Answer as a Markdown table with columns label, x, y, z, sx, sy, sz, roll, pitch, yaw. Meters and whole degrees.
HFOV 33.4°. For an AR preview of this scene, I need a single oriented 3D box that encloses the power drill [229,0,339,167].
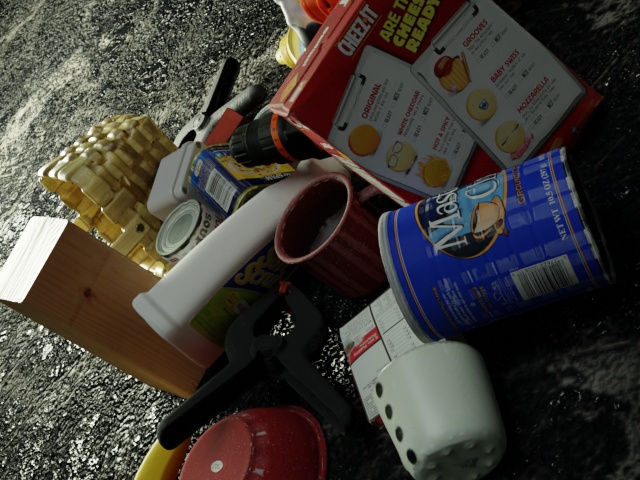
| label | x | y | z | sx | sy | sz | roll | pitch | yaw |
| --- | --- | --- | --- | --- | --- | --- | --- | --- | --- |
| power drill | 0.000 | -0.158 | 0.969 | 0.185 | 0.057 | 0.187 | -10 | 60 | 41 |

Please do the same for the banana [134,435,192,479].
| label | x | y | z | sx | sy | sz | roll | pitch | yaw |
| --- | --- | --- | --- | --- | --- | --- | --- | --- | --- |
| banana | -0.152 | 0.255 | 0.978 | 0.070 | 0.037 | 0.198 | -17 | 46 | 19 |

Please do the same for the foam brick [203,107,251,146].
| label | x | y | z | sx | sy | sz | roll | pitch | yaw |
| --- | --- | --- | --- | --- | --- | --- | --- | --- | --- |
| foam brick | -0.100 | -0.103 | 1.220 | 0.078 | 0.053 | 0.051 | -56 | 33 | -2 |

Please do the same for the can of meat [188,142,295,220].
| label | x | y | z | sx | sy | sz | roll | pitch | yaw |
| --- | --- | --- | --- | --- | --- | --- | --- | --- | --- |
| can of meat | -0.070 | -0.056 | 1.070 | 0.084 | 0.101 | 0.057 | 44 | 126 | 32 |

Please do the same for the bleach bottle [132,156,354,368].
| label | x | y | z | sx | sy | sz | roll | pitch | yaw |
| --- | --- | --- | --- | --- | --- | --- | --- | --- | --- |
| bleach bottle | -0.057 | 0.001 | 1.011 | 0.251 | 0.102 | 0.068 | -47 | 53 | -5 |

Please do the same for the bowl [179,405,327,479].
| label | x | y | z | sx | sy | sz | roll | pitch | yaw |
| --- | --- | --- | --- | --- | --- | --- | --- | --- | --- |
| bowl | -0.070 | 0.203 | 0.902 | 0.162 | 0.055 | 0.162 | -32 | 39 | 30 |

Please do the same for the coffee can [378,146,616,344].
| label | x | y | z | sx | sy | sz | roll | pitch | yaw |
| --- | --- | --- | --- | --- | --- | --- | --- | --- | --- |
| coffee can | 0.125 | 0.005 | 0.762 | 0.140 | 0.102 | 0.103 | -20 | 43 | 18 |

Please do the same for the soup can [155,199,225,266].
| label | x | y | z | sx | sy | sz | roll | pitch | yaw |
| --- | --- | --- | --- | --- | --- | --- | --- | --- | --- |
| soup can | -0.107 | 0.012 | 1.078 | 0.069 | 0.102 | 0.068 | -32 | 38 | 30 |

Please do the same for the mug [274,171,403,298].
| label | x | y | z | sx | sy | sz | roll | pitch | yaw |
| --- | --- | --- | --- | --- | --- | --- | --- | --- | --- |
| mug | 0.028 | -0.008 | 0.945 | 0.117 | 0.081 | 0.093 | -38 | 36 | 23 |

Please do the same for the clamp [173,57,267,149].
| label | x | y | z | sx | sy | sz | roll | pitch | yaw |
| --- | --- | --- | --- | --- | --- | --- | --- | --- | --- |
| clamp | -0.130 | -0.141 | 1.306 | 0.171 | 0.039 | 0.120 | -59 | 28 | 3 |

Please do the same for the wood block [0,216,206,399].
| label | x | y | z | sx | sy | sz | roll | pitch | yaw |
| --- | --- | --- | --- | --- | --- | --- | --- | --- | --- |
| wood block | -0.205 | 0.068 | 1.055 | 0.090 | 0.205 | 0.090 | 4 | 63 | 53 |

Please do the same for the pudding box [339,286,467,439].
| label | x | y | z | sx | sy | sz | roll | pitch | yaw |
| --- | --- | --- | --- | --- | --- | --- | --- | --- | --- |
| pudding box | 0.068 | 0.088 | 0.849 | 0.090 | 0.039 | 0.113 | -40 | 37 | 16 |

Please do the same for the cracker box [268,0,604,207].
| label | x | y | z | sx | sy | sz | roll | pitch | yaw |
| --- | --- | --- | --- | --- | --- | --- | --- | --- | --- |
| cracker box | 0.092 | -0.108 | 0.835 | 0.164 | 0.213 | 0.072 | -56 | 21 | -2 |

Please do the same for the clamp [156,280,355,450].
| label | x | y | z | sx | sy | sz | roll | pitch | yaw |
| --- | --- | --- | --- | --- | --- | --- | --- | --- | --- |
| clamp | -0.034 | 0.105 | 0.925 | 0.165 | 0.036 | 0.209 | -2 | 32 | 18 |
